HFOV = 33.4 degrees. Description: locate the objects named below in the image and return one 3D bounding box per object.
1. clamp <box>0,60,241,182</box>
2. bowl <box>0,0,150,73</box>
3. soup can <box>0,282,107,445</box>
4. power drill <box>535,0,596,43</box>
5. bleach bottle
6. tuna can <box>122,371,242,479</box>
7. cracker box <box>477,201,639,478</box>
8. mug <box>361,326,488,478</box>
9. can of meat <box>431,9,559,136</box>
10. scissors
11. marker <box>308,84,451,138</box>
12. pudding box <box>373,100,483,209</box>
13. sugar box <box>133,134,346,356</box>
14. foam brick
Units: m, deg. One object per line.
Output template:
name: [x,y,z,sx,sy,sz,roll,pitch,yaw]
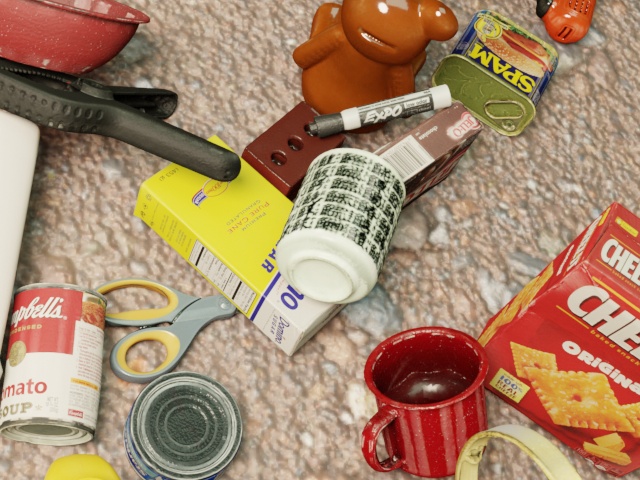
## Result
clamp: [-0.168,-0.097,0.810,0.209,0.036,0.165,9,20,-39]
bowl: [-0.215,-0.167,0.818,0.162,0.162,0.055,15,104,-10]
soup can: [-0.191,0.090,0.765,0.068,0.069,0.102,7,65,-15]
power drill: [0.212,-0.310,1.111,0.187,0.057,0.184,23,59,-6]
bleach bottle: [-0.257,0.035,0.768,0.068,0.103,0.251,16,64,-33]
tuna can: [-0.101,0.141,0.790,0.086,0.034,0.086,7,62,-14]
cracker box: [0.226,0.088,0.817,0.164,0.214,0.072,35,59,2]
mug: [0.076,0.131,0.807,0.093,0.081,0.117,22,46,41]
can of meat: [0.170,-0.163,1.022,0.102,0.058,0.083,33,56,0]
scissors: [-0.083,0.069,0.842,0.201,0.016,0.096,5,59,-15]
marker: [0.049,-0.107,0.894,0.121,0.020,0.020,-14,68,-4]
pudding box: [0.078,-0.062,0.920,0.113,0.090,0.039,-33,75,-28]
sugar box: [-0.055,0.001,0.859,0.176,0.048,0.093,39,51,12]
foam brick: [-0.027,-0.070,0.913,0.053,0.051,0.078,42,59,6]
